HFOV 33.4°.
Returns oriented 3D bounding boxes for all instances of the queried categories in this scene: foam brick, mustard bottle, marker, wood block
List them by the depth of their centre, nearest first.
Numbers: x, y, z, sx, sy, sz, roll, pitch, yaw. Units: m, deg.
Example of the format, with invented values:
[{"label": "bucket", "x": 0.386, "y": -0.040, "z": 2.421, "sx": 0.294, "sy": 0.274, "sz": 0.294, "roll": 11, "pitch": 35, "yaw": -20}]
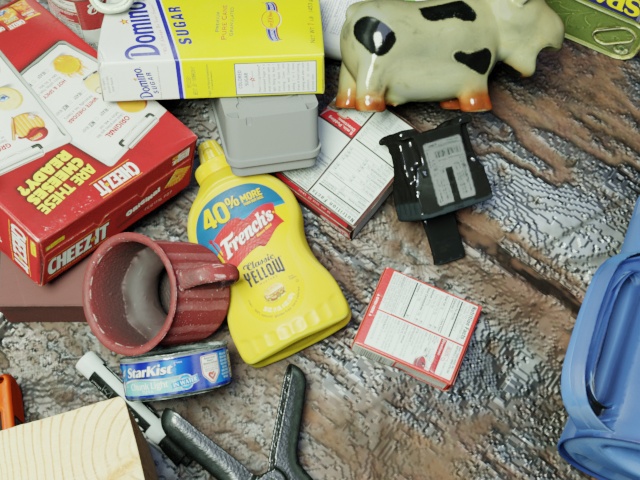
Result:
[{"label": "wood block", "x": -0.159, "y": 0.180, "z": 0.740, "sx": 0.090, "sy": 0.206, "sz": 0.090, "roll": -14, "pitch": 74, "yaw": -9}, {"label": "marker", "x": -0.147, "y": 0.136, "z": 0.853, "sx": 0.121, "sy": 0.020, "sz": 0.020, "roll": 42, "pitch": 74, "yaw": 10}, {"label": "foam brick", "x": -0.218, "y": 0.035, "z": 0.864, "sx": 0.078, "sy": 0.053, "sz": 0.051, "roll": 1, "pitch": 71, "yaw": -4}, {"label": "mustard bottle", "x": -0.056, "y": 0.001, "z": 0.883, "sx": 0.096, "sy": 0.058, "sz": 0.192, "roll": -27, "pitch": 74, "yaw": 2}]

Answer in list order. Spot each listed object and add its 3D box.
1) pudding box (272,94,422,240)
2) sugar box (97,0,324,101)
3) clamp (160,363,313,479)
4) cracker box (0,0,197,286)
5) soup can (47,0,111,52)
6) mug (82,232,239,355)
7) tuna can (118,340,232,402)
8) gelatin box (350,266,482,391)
[{"label": "pudding box", "x": 0.025, "y": -0.070, "z": 0.924, "sx": 0.090, "sy": 0.039, "sz": 0.113, "roll": 38, "pitch": 75, "yaw": 8}, {"label": "sugar box", "x": -0.087, "y": -0.158, "z": 0.858, "sx": 0.176, "sy": 0.048, "sz": 0.093, "roll": -1, "pitch": 45, "yaw": -4}, {"label": "clamp", "x": -0.036, "y": 0.183, "z": 0.835, "sx": 0.120, "sy": 0.039, "sz": 0.171, "roll": -27, "pitch": 84, "yaw": -15}, {"label": "cracker box", "x": -0.233, "y": -0.086, "z": 0.864, "sx": 0.214, "sy": 0.072, "sz": 0.164, "roll": 40, "pitch": 56, "yaw": 17}, {"label": "soup can", "x": -0.201, "y": -0.211, "z": 0.921, "sx": 0.068, "sy": 0.102, "sz": 0.068, "roll": 1, "pitch": 71, "yaw": -4}, {"label": "mug", "x": -0.115, "y": 0.037, "z": 0.829, "sx": 0.117, "sy": 0.081, "sz": 0.093, "roll": -21, "pitch": 78, "yaw": 29}, {"label": "tuna can", "x": -0.112, "y": 0.102, "z": 0.831, "sx": 0.086, "sy": 0.086, "sz": 0.034, "roll": -8, "pitch": 89, "yaw": -7}, {"label": "gelatin box", "x": 0.080, "y": 0.074, "z": 0.885, "sx": 0.089, "sy": 0.030, "sz": 0.073, "roll": 23, "pitch": 70, "yaw": 4}]
